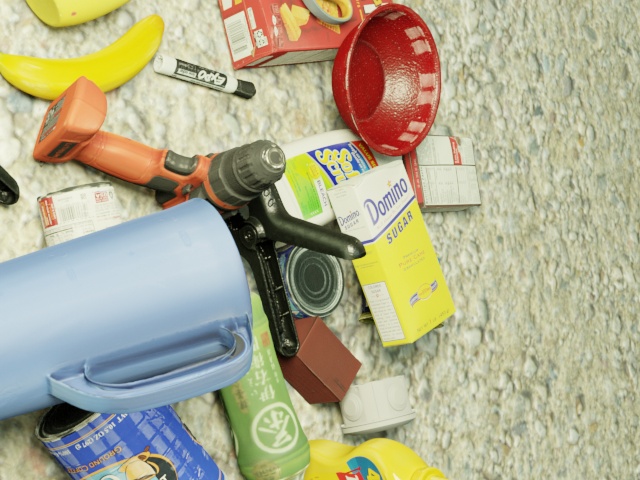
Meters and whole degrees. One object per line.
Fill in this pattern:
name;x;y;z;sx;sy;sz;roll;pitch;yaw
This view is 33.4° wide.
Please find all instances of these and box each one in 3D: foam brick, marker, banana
foam brick;-0.007;0.124;1.095;0.078;0.051;0.053;50;53;-24
marker;-0.114;-0.165;1.080;0.120;0.020;0.020;11;73;-41
banana;-0.212;-0.166;0.976;0.197;0.037;0.069;-20;95;-44

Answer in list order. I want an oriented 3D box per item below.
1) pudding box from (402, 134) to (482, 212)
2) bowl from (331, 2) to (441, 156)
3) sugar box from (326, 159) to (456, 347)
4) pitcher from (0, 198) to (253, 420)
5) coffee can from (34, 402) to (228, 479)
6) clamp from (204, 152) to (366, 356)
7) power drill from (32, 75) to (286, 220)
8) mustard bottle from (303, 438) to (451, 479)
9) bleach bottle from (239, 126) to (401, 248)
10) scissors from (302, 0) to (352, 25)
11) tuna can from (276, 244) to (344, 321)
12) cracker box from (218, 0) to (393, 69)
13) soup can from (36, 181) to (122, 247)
pudding box;0.142;-0.081;1.289;0.113;0.039;0.090;-3;84;-42
bowl;0.062;-0.171;1.145;0.161;0.055;0.162;-8;101;-47
sugar box;0.076;0.012;1.118;0.093;0.048;0.176;-28;102;-47
pitcher;-0.177;0.065;0.813;0.242;0.149;0.145;-17;91;-25
coffee can;-0.158;0.183;0.905;0.140;0.103;0.102;56;50;-19
clamp;-0.057;0.001;1.032;0.036;0.165;0.210;-19;55;-45
power drill;-0.142;-0.074;0.934;0.187;0.185;0.057;25;64;-27
mustard bottle;0.053;0.239;1.028;0.058;0.192;0.096;-18;94;-44
bleach bottle;0.011;-0.079;1.150;0.250;0.068;0.102;-31;102;-45
scissors;-0.035;-0.290;1.076;0.201;0.016;0.096;30;58;-40
tuna can;-0.015;0.041;1.118;0.085;0.034;0.086;11;74;-41
cracker box;-0.016;-0.280;1.160;0.213;0.072;0.164;-15;92;-45
soup can;-0.203;0.005;0.926;0.068;0.069;0.102;-13;90;-44
